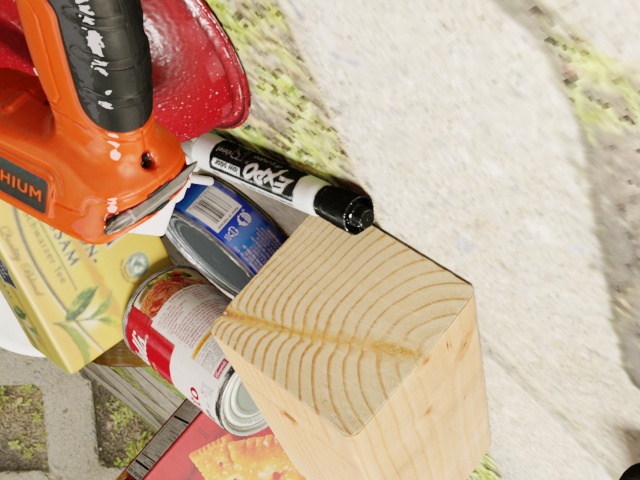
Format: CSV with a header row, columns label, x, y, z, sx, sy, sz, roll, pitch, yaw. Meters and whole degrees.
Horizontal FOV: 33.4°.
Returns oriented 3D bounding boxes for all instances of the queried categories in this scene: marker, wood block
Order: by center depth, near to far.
label,x,y,z,sx,sy,sz,roll,pitch,yaw
marker,-0.019,-0.028,0.511,0.121,0.020,0.020,25,157,43
wood block,0.026,0.082,0.568,0.091,0.090,0.206,34,162,26

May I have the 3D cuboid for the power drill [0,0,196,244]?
label,x,y,z,sx,sy,sz,roll,pitch,yaw
power drill,-0.114,-0.100,0.371,0.185,0.057,0.188,27,139,25

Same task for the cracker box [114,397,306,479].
label,x,y,z,sx,sy,sz,roll,pitch,yaw
cracker box,-0.069,0.213,0.884,0.164,0.213,0.072,45,163,-15

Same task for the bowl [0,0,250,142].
label,x,y,z,sx,sy,sz,roll,pitch,yaw
bowl,-0.110,-0.092,0.487,0.162,0.055,0.162,37,163,13

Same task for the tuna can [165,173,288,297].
label,x,y,z,sx,sy,sz,roll,pitch,yaw
tuna can,-0.054,0.001,0.633,0.086,0.033,0.086,37,163,13

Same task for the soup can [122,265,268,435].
label,x,y,z,sx,sy,sz,roll,pitch,yaw
soup can,-0.067,0.067,0.667,0.102,0.068,0.068,32,161,38
